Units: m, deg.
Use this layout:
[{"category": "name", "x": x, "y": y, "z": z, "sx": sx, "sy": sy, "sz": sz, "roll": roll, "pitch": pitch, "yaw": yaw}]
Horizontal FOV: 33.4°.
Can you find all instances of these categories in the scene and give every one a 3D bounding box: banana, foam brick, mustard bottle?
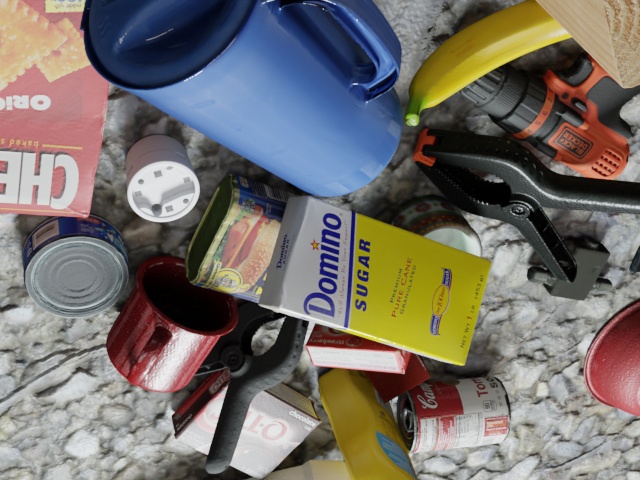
[{"category": "banana", "x": 0.143, "y": -0.145, "z": 0.794, "sx": 0.198, "sy": 0.070, "sz": 0.037, "roll": -28, "pitch": 137, "yaw": 3}, {"category": "foam brick", "x": 0.060, "y": 0.101, "z": 0.996, "sx": 0.053, "sy": 0.051, "sz": 0.078, "roll": -29, "pitch": 128, "yaw": 4}, {"category": "mustard bottle", "x": 0.054, "y": 0.205, "z": 0.979, "sx": 0.058, "sy": 0.192, "sz": 0.096, "roll": -32, "pitch": 127, "yaw": 7}]

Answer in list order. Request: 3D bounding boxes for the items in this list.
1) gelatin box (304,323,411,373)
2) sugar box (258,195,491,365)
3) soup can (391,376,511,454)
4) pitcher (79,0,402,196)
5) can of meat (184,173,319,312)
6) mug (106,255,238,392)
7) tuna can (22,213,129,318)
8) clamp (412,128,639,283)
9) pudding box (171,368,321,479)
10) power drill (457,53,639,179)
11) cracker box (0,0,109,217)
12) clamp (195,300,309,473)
[{"category": "gelatin box", "x": 0.040, "y": 0.078, "z": 0.937, "sx": 0.089, "sy": 0.073, "sz": 0.030, "roll": 1, "pitch": 132, "yaw": 24}, {"category": "sugar box", "x": 0.046, "y": 0.034, "z": 0.858, "sx": 0.176, "sy": 0.048, "sz": 0.093, "roll": 18, "pitch": 83, "yaw": -25}, {"category": "soup can", "x": 0.129, "y": 0.172, "z": 1.056, "sx": 0.102, "sy": 0.068, "sz": 0.068, "roll": -4, "pitch": 125, "yaw": -15}, {"category": "pitcher", "x": -0.028, "y": -0.116, "z": 0.720, "sx": 0.145, "sy": 0.149, "sz": 0.242, "roll": -45, "pitch": 148, "yaw": 9}, {"category": "can of meat", "x": -0.056, "y": 0.001, "z": 0.888, "sx": 0.083, "sy": 0.057, "sz": 0.102, "roll": 17, "pitch": 117, "yaw": -23}, {"category": "mug", "x": -0.131, "y": 0.079, "z": 0.888, "sx": 0.093, "sy": 0.117, "sz": 0.082, "roll": 31, "pitch": 119, "yaw": -6}, {"category": "tuna can", "x": -0.200, "y": 0.022, "z": 0.873, "sx": 0.086, "sy": 0.034, "sz": 0.086, "roll": -8, "pitch": 126, "yaw": -11}, {"category": "clamp", "x": 0.173, "y": -0.033, "z": 0.913, "sx": 0.210, "sy": 0.036, "sz": 0.165, "roll": 21, "pitch": 149, "yaw": -3}, {"category": "pudding box", "x": -0.071, "y": 0.169, "z": 1.013, "sx": 0.113, "sy": 0.039, "sz": 0.090, "roll": 32, "pitch": 110, "yaw": -32}, {"category": "power drill", "x": 0.220, "y": -0.153, "z": 0.859, "sx": 0.184, "sy": 0.057, "sz": 0.188, "roll": 26, "pitch": 115, "yaw": -27}, {"category": "cracker box", "x": -0.230, "y": -0.122, "z": 0.737, "sx": 0.164, "sy": 0.072, "sz": 0.214, "roll": 3, "pitch": 124, "yaw": -19}, {"category": "clamp", "x": -0.069, "y": 0.118, "z": 0.938, "sx": 0.171, "sy": 0.120, "sz": 0.039, "roll": -38, "pitch": 162, "yaw": 10}]
